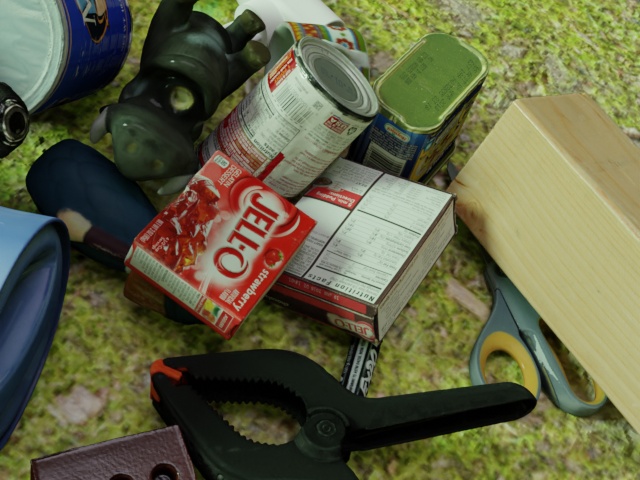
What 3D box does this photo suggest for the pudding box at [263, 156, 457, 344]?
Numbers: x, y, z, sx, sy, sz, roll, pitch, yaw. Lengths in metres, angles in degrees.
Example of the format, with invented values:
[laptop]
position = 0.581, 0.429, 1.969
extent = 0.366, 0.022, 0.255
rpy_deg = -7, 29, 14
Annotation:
[pudding box]
position = 0.022, 0.003, 0.663
extent = 0.090, 0.039, 0.113
rpy_deg = 21, 51, 23

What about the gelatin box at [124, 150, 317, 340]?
[gelatin box]
position = -0.054, 0.001, 0.600
extent = 0.073, 0.030, 0.089
rpy_deg = 36, 51, 2

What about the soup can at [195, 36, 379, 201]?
[soup can]
position = -0.021, -0.069, 0.665
extent = 0.068, 0.102, 0.068
rpy_deg = 34, 31, -24

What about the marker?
[marker]
position = 0.021, 0.081, 0.632
extent = 0.020, 0.020, 0.121
rpy_deg = 20, 51, -1

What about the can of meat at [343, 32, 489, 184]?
[can of meat]
position = 0.063, -0.081, 0.722
extent = 0.057, 0.084, 0.102
rpy_deg = 35, 53, 11

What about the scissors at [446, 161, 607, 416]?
[scissors]
position = 0.106, 0.034, 0.691
extent = 0.096, 0.016, 0.202
rpy_deg = -21, 62, -29

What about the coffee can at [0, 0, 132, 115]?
[coffee can]
position = -0.180, -0.126, 0.636
extent = 0.103, 0.103, 0.140
rpy_deg = 21, 14, 0

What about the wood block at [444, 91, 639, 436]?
[wood block]
position = 0.186, 0.011, 0.672
extent = 0.090, 0.091, 0.206
rpy_deg = -12, 56, -44

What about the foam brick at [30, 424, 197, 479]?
[foam brick]
position = -0.102, 0.134, 0.537
extent = 0.078, 0.051, 0.053
rpy_deg = -11, 58, -23

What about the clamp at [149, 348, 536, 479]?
[clamp]
position = 0.010, 0.105, 0.573
extent = 0.210, 0.036, 0.164
rpy_deg = 25, 47, 14
